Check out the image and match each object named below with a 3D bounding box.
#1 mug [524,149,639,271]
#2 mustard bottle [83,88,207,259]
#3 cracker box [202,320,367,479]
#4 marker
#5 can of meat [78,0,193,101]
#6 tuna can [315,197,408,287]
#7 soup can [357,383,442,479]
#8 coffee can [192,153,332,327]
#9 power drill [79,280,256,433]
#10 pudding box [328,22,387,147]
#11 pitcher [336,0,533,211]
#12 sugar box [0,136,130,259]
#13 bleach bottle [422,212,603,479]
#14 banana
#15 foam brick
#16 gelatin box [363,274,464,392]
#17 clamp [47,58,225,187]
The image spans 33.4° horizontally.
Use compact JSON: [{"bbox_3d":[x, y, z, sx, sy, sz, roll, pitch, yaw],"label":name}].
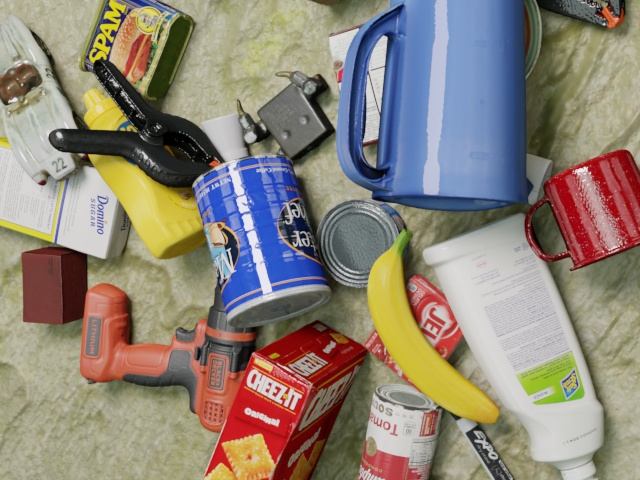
[{"bbox_3d":[0.234,-0.023,0.928,0.117,0.093,0.081,-22,83,6],"label":"mug"},{"bbox_3d":[-0.183,-0.074,1.084,0.058,0.096,0.192,-40,80,30],"label":"mustard bottle"},{"bbox_3d":[-0.042,0.197,1.022,0.072,0.164,0.214,27,105,15],"label":"cracker box"},{"bbox_3d":[0.154,0.196,1.022,0.020,0.020,0.121,-35,83,21],"label":"marker"},{"bbox_3d":[-0.188,-0.203,1.095,0.084,0.057,0.102,28,106,13],"label":"can of meat"},{"bbox_3d":[0.041,0.001,1.038,0.086,0.033,0.086,2,96,21],"label":"tuna can"},{"bbox_3d":[0.076,0.197,1.026,0.069,0.068,0.102,13,101,20],"label":"soup can"},{"bbox_3d":[-0.057,0.001,1.024,0.103,0.102,0.140,-23,74,22],"label":"coffee can"},{"bbox_3d":[-0.156,0.096,1.113,0.188,0.057,0.184,10,96,21],"label":"power drill"},{"bbox_3d":[0.062,-0.151,1.002,0.090,0.039,0.113,-11,96,32],"label":"pudding box"},{"bbox_3d":[0.104,-0.146,0.900,0.145,0.149,0.243,1,89,20],"label":"pitcher"},{"bbox_3d":[-0.288,-0.048,1.157,0.176,0.048,0.093,17,100,16],"label":"sugar box"},{"bbox_3d":[0.185,0.107,0.968,0.102,0.068,0.251,-21,89,-6],"label":"bleach bottle"},{"bbox_3d":[0.093,0.091,0.991,0.070,0.037,0.198,-27,89,22],"label":"banana"},{"bbox_3d":[-0.289,0.049,1.164,0.053,0.051,0.078,4,97,20],"label":"foam brick"},{"bbox_3d":[0.096,0.089,1.028,0.073,0.030,0.089,38,108,13],"label":"gelatin box"},{"bbox_3d":[-0.175,-0.095,1.034,0.171,0.120,0.039,33,147,-2],"label":"clamp"}]
